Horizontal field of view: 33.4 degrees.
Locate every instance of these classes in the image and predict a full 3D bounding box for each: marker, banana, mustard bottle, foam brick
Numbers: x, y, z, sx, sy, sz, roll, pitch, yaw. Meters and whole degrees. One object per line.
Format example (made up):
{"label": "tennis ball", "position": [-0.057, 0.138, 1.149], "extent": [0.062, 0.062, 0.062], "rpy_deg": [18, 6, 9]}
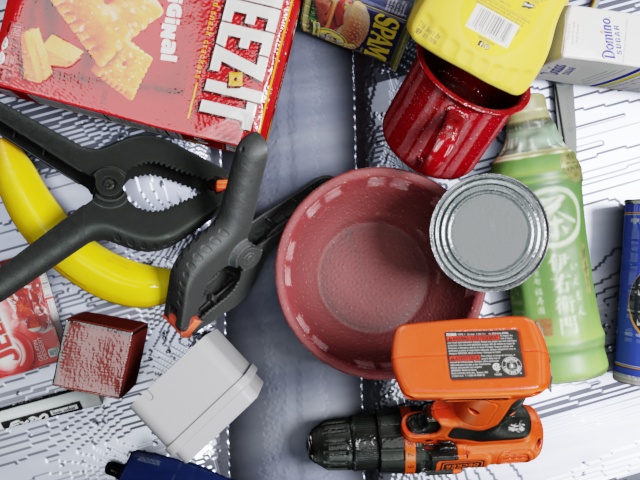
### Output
{"label": "marker", "position": [-0.232, 0.135, 0.839], "extent": [0.121, 0.020, 0.020], "rpy_deg": [-14, 91, -2]}
{"label": "banana", "position": [-0.186, -0.002, 0.834], "extent": [0.197, 0.037, 0.069], "rpy_deg": [33, 63, -5]}
{"label": "mustard bottle", "position": [0.144, -0.202, 0.720], "extent": [0.096, 0.058, 0.192], "rpy_deg": [27, 107, -8]}
{"label": "foam brick", "position": [-0.166, 0.086, 0.813], "extent": [0.053, 0.078, 0.051], "rpy_deg": [11, 90, 0]}

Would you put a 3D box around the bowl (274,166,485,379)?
{"label": "bowl", "position": [0.044, 0.026, 0.826], "extent": [0.162, 0.055, 0.162], "rpy_deg": [0, 84, -4]}

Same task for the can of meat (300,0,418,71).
{"label": "can of meat", "position": [0.034, -0.182, 0.806], "extent": [0.084, 0.102, 0.057], "rpy_deg": [22, 74, 0]}

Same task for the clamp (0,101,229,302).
{"label": "clamp", "position": [-0.169, -0.045, 0.814], "extent": [0.209, 0.036, 0.164], "rpy_deg": [-9, 73, -19]}

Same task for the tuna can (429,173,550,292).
{"label": "tuna can", "position": [0.123, -0.005, 0.780], "extent": [0.086, 0.033, 0.086], "rpy_deg": [0, 89, 9]}

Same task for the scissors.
{"label": "scissors", "position": [0.176, -0.145, 0.855], "extent": [0.096, 0.016, 0.202], "rpy_deg": [11, 89, -1]}

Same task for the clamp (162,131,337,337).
{"label": "clamp", "position": [-0.055, 0.001, 0.821], "extent": [0.172, 0.120, 0.039], "rpy_deg": [-56, 49, 17]}

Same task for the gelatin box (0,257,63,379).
{"label": "gelatin box", "position": [-0.244, 0.061, 0.832], "extent": [0.073, 0.030, 0.089], "rpy_deg": [-17, 91, -2]}

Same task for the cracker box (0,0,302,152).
{"label": "cracker box", "position": [-0.127, -0.167, 0.815], "extent": [0.213, 0.072, 0.164], "rpy_deg": [14, 90, -3]}

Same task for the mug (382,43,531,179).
{"label": "mug", "position": [0.095, -0.092, 0.797], "extent": [0.093, 0.117, 0.082], "rpy_deg": [24, 134, -6]}

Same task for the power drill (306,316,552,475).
{"label": "power drill", "position": [0.082, 0.120, 0.774], "extent": [0.184, 0.188, 0.057], "rpy_deg": [-4, 62, -3]}
